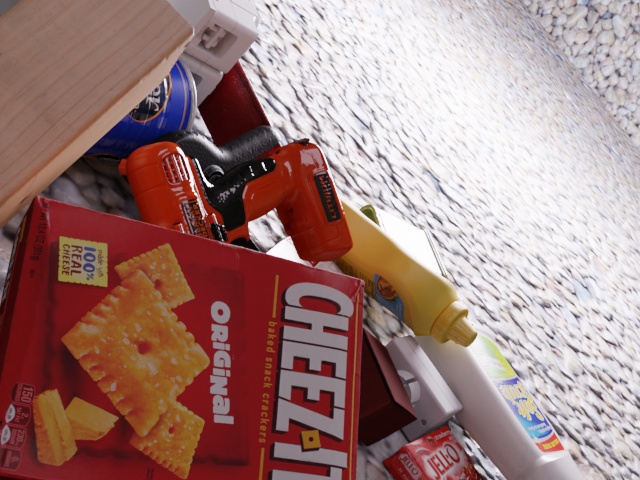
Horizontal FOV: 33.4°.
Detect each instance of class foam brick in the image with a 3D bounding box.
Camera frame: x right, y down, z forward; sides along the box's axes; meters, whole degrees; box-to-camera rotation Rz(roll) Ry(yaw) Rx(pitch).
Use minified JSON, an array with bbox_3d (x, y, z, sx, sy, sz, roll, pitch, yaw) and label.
[{"bbox_3d":[0.038,0.124,0.899,0.053,0.051,0.078,44,18,-51],"label":"foam brick"}]

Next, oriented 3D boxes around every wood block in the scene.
[{"bbox_3d":[-0.190,-0.092,0.703,0.090,0.091,0.205,44,60,-6],"label":"wood block"}]

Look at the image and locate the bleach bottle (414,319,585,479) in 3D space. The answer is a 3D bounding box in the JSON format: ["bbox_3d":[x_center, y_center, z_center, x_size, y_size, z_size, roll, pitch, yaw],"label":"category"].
[{"bbox_3d":[0.179,0.177,0.982,0.102,0.068,0.251,24,23,-44],"label":"bleach bottle"}]

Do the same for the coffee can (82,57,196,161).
[{"bbox_3d":[-0.183,-0.117,0.859,0.140,0.103,0.103,3,49,-56],"label":"coffee can"}]

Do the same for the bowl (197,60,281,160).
[{"bbox_3d":[-0.081,-0.116,1.031,0.162,0.055,0.162,64,-1,1],"label":"bowl"}]

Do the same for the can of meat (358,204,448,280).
[{"bbox_3d":[0.078,0.018,1.127,0.083,0.058,0.102,25,32,-34],"label":"can of meat"}]

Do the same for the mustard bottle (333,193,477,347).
[{"bbox_3d":[0.070,0.036,1.007,0.192,0.058,0.096,40,-16,24],"label":"mustard bottle"}]

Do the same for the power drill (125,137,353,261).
[{"bbox_3d":[-0.056,0.001,0.845,0.187,0.057,0.184,-19,92,-49],"label":"power drill"}]

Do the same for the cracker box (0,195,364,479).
[{"bbox_3d":[-0.083,0.081,0.626,0.213,0.072,0.164,15,61,-20],"label":"cracker box"}]

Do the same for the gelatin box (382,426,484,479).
[{"bbox_3d":[0.103,0.204,0.920,0.073,0.030,0.089,55,26,18],"label":"gelatin box"}]

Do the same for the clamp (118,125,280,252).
[{"bbox_3d":[-0.094,-0.057,0.896,0.171,0.039,0.120,24,74,-55],"label":"clamp"}]
